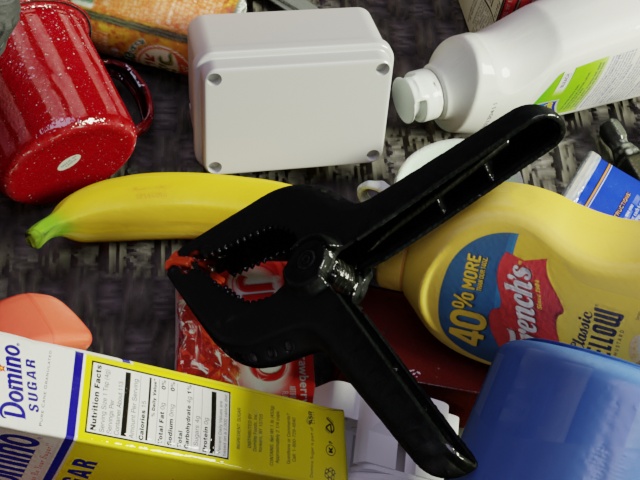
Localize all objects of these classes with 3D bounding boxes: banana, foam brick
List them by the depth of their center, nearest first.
[{"bbox_3d":[0.048,0.061,0.570,0.078,0.053,0.051,11,60,-3],"label":"foam brick"},{"bbox_3d":[-0.060,-0.011,0.595,0.197,0.037,0.069,0,38,-11],"label":"banana"}]

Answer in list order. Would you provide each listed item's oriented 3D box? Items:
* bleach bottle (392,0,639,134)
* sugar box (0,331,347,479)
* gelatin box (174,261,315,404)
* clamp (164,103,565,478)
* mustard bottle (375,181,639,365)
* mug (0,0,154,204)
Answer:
[{"bbox_3d":[0.163,-0.121,0.657,0.250,0.103,0.068,-17,63,-18],"label":"bleach bottle"},{"bbox_3d":[-0.084,0.090,0.473,0.176,0.094,0.048,15,57,-31],"label":"sugar box"},{"bbox_3d":[-0.042,0.054,0.574,0.073,0.030,0.089,1,62,-8],"label":"gelatin box"},{"bbox_3d":[0.011,0.008,0.493,0.210,0.036,0.164,9,68,45],"label":"clamp"},{"bbox_3d":[0.104,0.022,0.509,0.192,0.096,0.058,15,40,16],"label":"mustard bottle"},{"bbox_3d":[-0.146,-0.076,0.603,0.117,0.093,0.081,-12,66,-44],"label":"mug"}]
